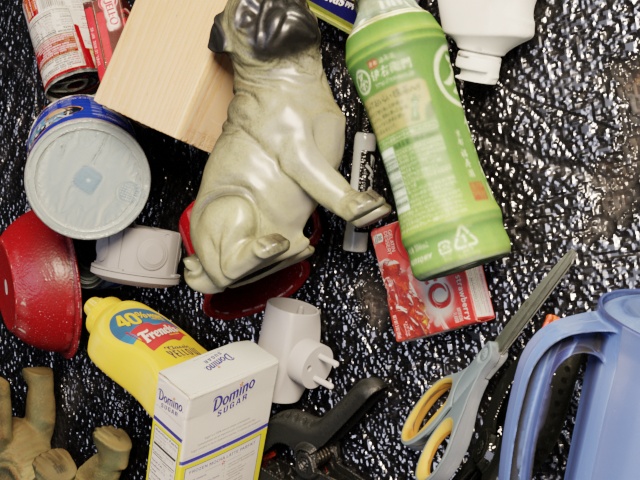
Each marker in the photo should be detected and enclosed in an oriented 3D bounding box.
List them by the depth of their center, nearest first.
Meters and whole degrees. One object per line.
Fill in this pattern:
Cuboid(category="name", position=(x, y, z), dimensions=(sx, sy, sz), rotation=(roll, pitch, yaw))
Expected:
Cuboid(category="marker", position=(0.032, -0.052, 0.833), dimensions=(0.020, 0.020, 0.121), rotation=(11, 98, 40))

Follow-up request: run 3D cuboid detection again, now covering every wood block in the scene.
Cuboid(category="wood block", position=(-0.083, -0.180, 0.845), dimensions=(0.091, 0.090, 0.206), rotation=(25, 93, 27))

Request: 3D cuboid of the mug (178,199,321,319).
Cuboid(category="mug", position=(-0.056, 0.001, 0.873), dimensions=(0.117, 0.093, 0.081), rotation=(-28, 65, 5))

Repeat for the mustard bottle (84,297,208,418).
Cuboid(category="mustard bottle", position=(-0.148, 0.103, 0.940), dimensions=(0.192, 0.096, 0.058), rotation=(32, 112, 35))

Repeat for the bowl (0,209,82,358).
Cuboid(category="bowl", position=(-0.281, 0.040, 1.043), dimensions=(0.162, 0.055, 0.162), rotation=(26, 120, 58))

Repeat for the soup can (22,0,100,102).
Cuboid(category="soup can", position=(-0.245, -0.192, 1.034), dimensions=(0.069, 0.068, 0.102), rotation=(-29, 72, 37))

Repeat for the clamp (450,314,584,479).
Cuboid(category="clamp", position=(0.121, 0.152, 0.704), dimensions=(0.036, 0.164, 0.210), rotation=(24, 103, -6))

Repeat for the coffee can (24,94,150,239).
Cuboid(category="coffee can", position=(-0.208, -0.068, 0.944), dimensions=(0.140, 0.102, 0.103), rotation=(-131, 52, -69))

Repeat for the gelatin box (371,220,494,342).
Cuboid(category="gelatin box", position=(0.081, 0.024, 0.785), dimensions=(0.073, 0.030, 0.089), rotation=(-20, 79, 38))

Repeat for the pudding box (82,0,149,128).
Cuboid(category="pudding box", position=(-0.166, -0.155, 0.940), dimensions=(0.039, 0.113, 0.090), rotation=(-14, 80, 5))

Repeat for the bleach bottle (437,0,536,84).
Cuboid(category="bleach bottle", position=(0.137, -0.229, 0.713), dimensions=(0.103, 0.067, 0.251), rotation=(21, 107, 38))

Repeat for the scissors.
Cuboid(category="scissors", position=(0.113, 0.098, 0.729), dimensions=(0.202, 0.016, 0.096), rotation=(-51, 20, 39))

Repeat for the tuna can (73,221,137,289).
Cuboid(category="tuna can", position=(-0.215, 0.005, 1.036), dimensions=(0.086, 0.033, 0.086), rotation=(1, 92, 40))

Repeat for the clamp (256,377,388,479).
Cuboid(category="clamp", position=(0.001, 0.163, 0.851), dimensions=(0.172, 0.039, 0.120), rotation=(0, 92, 41))

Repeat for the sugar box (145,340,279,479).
Cuboid(category="sugar box", position=(-0.091, 0.170, 0.849), dimensions=(0.048, 0.093, 0.176), rotation=(30, 122, 36))
